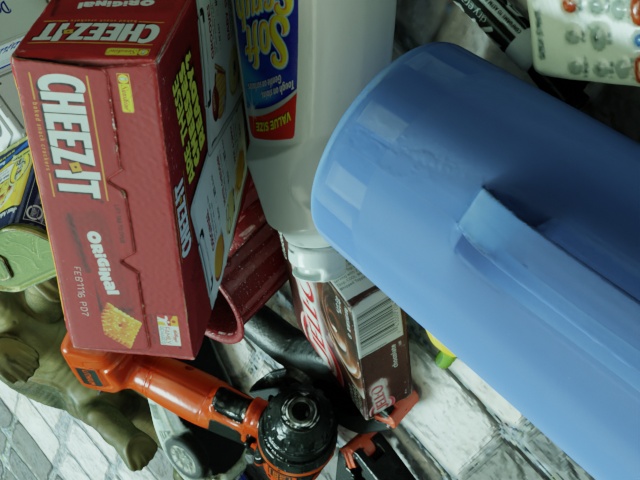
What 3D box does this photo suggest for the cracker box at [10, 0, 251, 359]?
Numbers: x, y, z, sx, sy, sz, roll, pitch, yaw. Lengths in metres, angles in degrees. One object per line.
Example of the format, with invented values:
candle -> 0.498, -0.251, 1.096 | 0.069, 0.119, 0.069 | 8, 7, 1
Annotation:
cracker box -> -0.082, -0.071, 0.552 | 0.072, 0.213, 0.164 | 3, 127, 7

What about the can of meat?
can of meat -> -0.202, -0.021, 0.736 | 0.102, 0.084, 0.057 | -20, 141, 41

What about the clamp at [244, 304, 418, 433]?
clamp -> -0.006, 0.095, 0.740 | 0.172, 0.039, 0.120 | 27, 153, 34

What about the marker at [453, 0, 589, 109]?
marker -> 0.079, -0.105, 0.491 | 0.121, 0.020, 0.020 | 49, 145, 12

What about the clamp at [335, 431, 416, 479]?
clamp -> 0.068, 0.227, 0.753 | 0.165, 0.036, 0.210 | 12, 127, 46

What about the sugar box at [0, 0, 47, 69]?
sugar box -> -0.281, -0.141, 0.842 | 0.048, 0.093, 0.177 | 59, 145, -3

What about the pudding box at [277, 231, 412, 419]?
pudding box -> 0.014, 0.039, 0.634 | 0.090, 0.039, 0.113 | 50, 158, 39

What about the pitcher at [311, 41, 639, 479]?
pitcher -> 0.110, 0.018, 0.433 | 0.243, 0.144, 0.149 | 38, 146, 24

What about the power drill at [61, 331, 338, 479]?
power drill -> -0.076, 0.101, 0.706 | 0.188, 0.057, 0.184 | 27, 159, 8

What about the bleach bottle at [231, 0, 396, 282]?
bleach bottle -> -0.002, -0.096, 0.516 | 0.103, 0.068, 0.251 | 28, 127, 51

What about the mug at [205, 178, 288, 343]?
mug -> -0.054, 0.001, 0.669 | 0.093, 0.081, 0.117 | 44, 153, 2
